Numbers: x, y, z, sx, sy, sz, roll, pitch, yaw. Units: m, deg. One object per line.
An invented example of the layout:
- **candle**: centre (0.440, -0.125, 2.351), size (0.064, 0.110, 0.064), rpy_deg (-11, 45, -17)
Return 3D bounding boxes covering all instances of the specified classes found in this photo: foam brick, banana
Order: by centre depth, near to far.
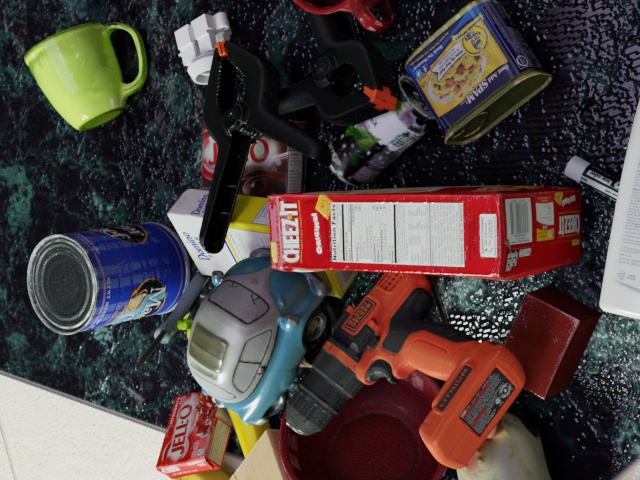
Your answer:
- **foam brick**: centre (0.192, 0.085, 0.902), size (0.053, 0.051, 0.078), rpy_deg (31, 112, 29)
- **banana**: centre (-0.092, 0.154, 1.092), size (0.037, 0.069, 0.198), rpy_deg (-20, 105, 28)

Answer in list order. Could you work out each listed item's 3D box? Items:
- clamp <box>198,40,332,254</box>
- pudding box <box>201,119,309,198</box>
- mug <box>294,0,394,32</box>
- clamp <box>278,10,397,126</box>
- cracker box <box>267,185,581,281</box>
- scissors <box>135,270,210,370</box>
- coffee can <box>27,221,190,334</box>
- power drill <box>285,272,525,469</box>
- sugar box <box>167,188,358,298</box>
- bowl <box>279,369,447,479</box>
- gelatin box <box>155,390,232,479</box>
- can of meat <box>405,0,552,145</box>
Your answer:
- **clamp**: centre (-0.075, -0.100, 1.004), size (0.165, 0.036, 0.210), rpy_deg (-42, 49, 26)
- **pudding box**: centre (-0.067, -0.078, 1.066), size (0.114, 0.039, 0.090), rpy_deg (7, 99, 32)
- **mug**: centre (0.031, -0.237, 0.954), size (0.093, 0.081, 0.117), rpy_deg (-38, 75, 32)
- **clamp**: centre (0.014, -0.161, 0.972), size (0.172, 0.039, 0.120), rpy_deg (23, 102, 49)
- **cracker box**: centre (0.088, -0.009, 0.893), size (0.214, 0.163, 0.072), rpy_deg (1, 94, 34)
- **scissors**: centre (-0.145, 0.075, 1.066), size (0.016, 0.202, 0.096), rpy_deg (31, 90, -2)
- **coffee can**: centre (-0.221, 0.037, 1.125), size (0.103, 0.140, 0.103), rpy_deg (5, 98, 34)
- **power drill**: centre (0.068, 0.119, 0.914), size (0.184, 0.057, 0.188), rpy_deg (-53, 39, -6)
- **sugar box**: centre (-0.057, 0.001, 1.042), size (0.176, 0.048, 0.093), rpy_deg (11, 141, 35)
- **bowl**: centre (0.046, 0.187, 0.984), size (0.162, 0.055, 0.162), rpy_deg (-6, 55, 8)
- **gelatin box**: centre (-0.130, 0.201, 1.121), size (0.073, 0.030, 0.089), rpy_deg (-19, 43, 35)
- **can of meat**: centre (0.131, -0.144, 0.912), size (0.102, 0.057, 0.084), rpy_deg (-38, 72, 31)
